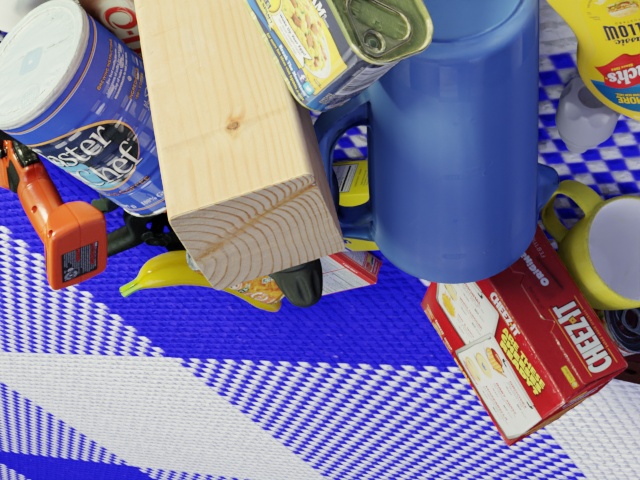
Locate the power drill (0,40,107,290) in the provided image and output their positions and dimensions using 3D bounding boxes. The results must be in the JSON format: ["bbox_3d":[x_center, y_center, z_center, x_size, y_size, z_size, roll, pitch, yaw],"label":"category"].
[{"bbox_3d":[-0.255,-0.063,0.960,0.188,0.057,0.184,57,156,24],"label":"power drill"}]

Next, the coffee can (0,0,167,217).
[{"bbox_3d":[-0.159,-0.093,0.777,0.103,0.102,0.140,-5,151,38],"label":"coffee can"}]

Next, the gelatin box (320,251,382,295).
[{"bbox_3d":[0.006,0.022,1.088,0.073,0.030,0.089,35,149,-31],"label":"gelatin box"}]

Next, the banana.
[{"bbox_3d":[-0.115,0.042,1.156,0.197,0.037,0.070,10,144,-33],"label":"banana"}]

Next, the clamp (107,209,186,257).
[{"bbox_3d":[-0.181,-0.012,1.122,0.120,0.039,0.172,1,151,-9],"label":"clamp"}]

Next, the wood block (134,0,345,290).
[{"bbox_3d":[-0.057,-0.086,0.698,0.091,0.206,0.090,-18,146,6],"label":"wood block"}]

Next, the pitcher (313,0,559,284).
[{"bbox_3d":[0.080,-0.083,0.741,0.145,0.149,0.243,29,155,24],"label":"pitcher"}]

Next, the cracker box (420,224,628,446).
[{"bbox_3d":[0.170,0.079,0.935,0.164,0.072,0.214,59,167,16],"label":"cracker box"}]

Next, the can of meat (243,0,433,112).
[{"bbox_3d":[0.006,-0.133,0.614,0.102,0.057,0.084,63,149,3],"label":"can of meat"}]

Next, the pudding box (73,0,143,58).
[{"bbox_3d":[-0.126,-0.166,0.791,0.090,0.039,0.113,-8,145,12],"label":"pudding box"}]
